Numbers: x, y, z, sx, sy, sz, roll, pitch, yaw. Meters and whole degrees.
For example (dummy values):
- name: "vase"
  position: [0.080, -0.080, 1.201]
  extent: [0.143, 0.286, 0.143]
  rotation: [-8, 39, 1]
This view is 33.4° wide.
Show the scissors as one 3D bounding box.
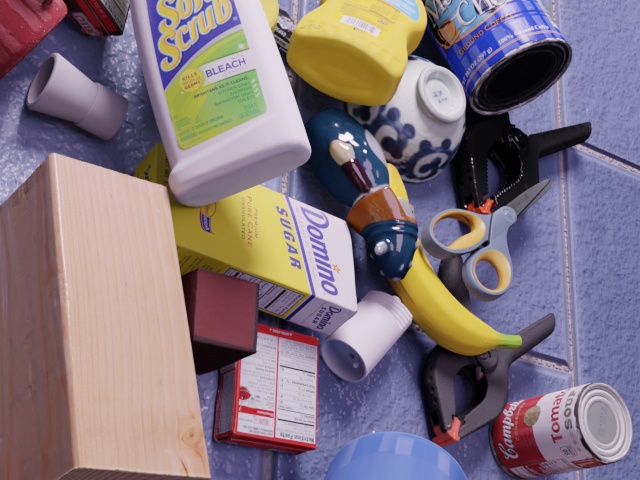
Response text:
- name: "scissors"
  position: [0.167, -0.002, 0.938]
  extent: [0.201, 0.016, 0.096]
  rotation: [-13, 67, -42]

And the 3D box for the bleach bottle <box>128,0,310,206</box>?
- name: "bleach bottle"
  position: [-0.093, -0.157, 0.748]
  extent: [0.102, 0.068, 0.251]
  rotation: [-22, 78, 5]

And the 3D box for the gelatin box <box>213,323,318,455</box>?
- name: "gelatin box"
  position: [-0.039, 0.110, 0.792]
  extent: [0.073, 0.030, 0.089]
  rotation: [17, 64, -32]

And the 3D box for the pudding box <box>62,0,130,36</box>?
- name: "pudding box"
  position: [-0.166, -0.221, 0.787]
  extent: [0.090, 0.039, 0.113]
  rotation: [63, 35, -63]

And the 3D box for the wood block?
- name: "wood block"
  position: [-0.142, 0.062, 0.658]
  extent: [0.090, 0.090, 0.206]
  rotation: [17, 49, -41]

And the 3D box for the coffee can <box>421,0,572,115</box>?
- name: "coffee can"
  position: [0.153, -0.202, 0.985]
  extent: [0.102, 0.103, 0.140]
  rotation: [-5, 59, -38]

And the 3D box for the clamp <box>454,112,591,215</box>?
- name: "clamp"
  position: [0.173, -0.102, 1.027]
  extent: [0.164, 0.036, 0.209]
  rotation: [43, 52, -9]

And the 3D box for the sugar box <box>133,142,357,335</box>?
- name: "sugar box"
  position: [-0.055, 0.001, 0.800]
  extent: [0.176, 0.048, 0.093]
  rotation: [20, 45, -27]

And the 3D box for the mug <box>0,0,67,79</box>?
- name: "mug"
  position: [-0.218, -0.163, 0.713]
  extent: [0.081, 0.117, 0.093]
  rotation: [46, 33, -19]

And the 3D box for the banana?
- name: "banana"
  position: [0.086, 0.025, 0.900]
  extent: [0.069, 0.037, 0.198]
  rotation: [-23, 73, -39]

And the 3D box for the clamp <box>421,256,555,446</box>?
- name: "clamp"
  position: [0.126, 0.093, 0.916]
  extent: [0.120, 0.039, 0.171]
  rotation: [36, 55, 1]

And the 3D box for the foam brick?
- name: "foam brick"
  position: [-0.085, 0.059, 0.747]
  extent: [0.052, 0.078, 0.051]
  rotation: [16, 63, -34]

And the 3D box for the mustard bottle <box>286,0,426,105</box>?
- name: "mustard bottle"
  position: [0.042, -0.191, 0.933]
  extent: [0.096, 0.058, 0.191]
  rotation: [22, 40, 3]

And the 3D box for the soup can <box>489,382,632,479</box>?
- name: "soup can"
  position: [0.202, 0.162, 0.903]
  extent: [0.068, 0.102, 0.068]
  rotation: [14, 65, -32]
